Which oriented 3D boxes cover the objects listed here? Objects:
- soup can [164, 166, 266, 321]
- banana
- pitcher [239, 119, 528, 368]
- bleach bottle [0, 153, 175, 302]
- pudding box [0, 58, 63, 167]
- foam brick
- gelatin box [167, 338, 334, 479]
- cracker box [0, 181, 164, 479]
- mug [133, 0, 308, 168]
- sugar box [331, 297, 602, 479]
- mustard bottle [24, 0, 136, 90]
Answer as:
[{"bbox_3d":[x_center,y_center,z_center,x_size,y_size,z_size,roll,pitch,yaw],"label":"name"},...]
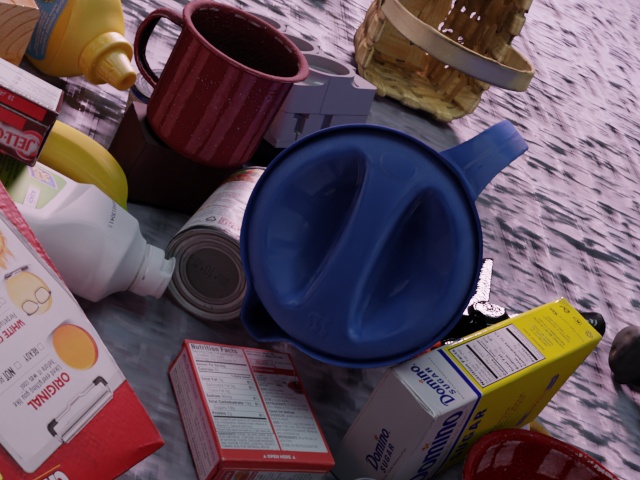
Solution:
[{"bbox_3d":[-0.055,0.001,0.704,0.068,0.069,0.102,33,30,0],"label":"soup can"},{"bbox_3d":[-0.203,-0.062,0.684,0.197,0.037,0.069,21,29,-20],"label":"banana"},{"bbox_3d":[0.050,-0.008,0.685,0.149,0.145,0.242,8,5,10],"label":"pitcher"},{"bbox_3d":[-0.201,-0.021,0.602,0.250,0.068,0.102,25,29,-19],"label":"bleach bottle"},{"bbox_3d":[-0.196,-0.085,0.613,0.090,0.039,0.113,28,9,-16],"label":"pudding box"},{"bbox_3d":[-0.105,-0.056,0.757,0.078,0.051,0.053,12,35,-32],"label":"foam brick"},{"bbox_3d":[-0.041,0.100,0.609,0.073,0.030,0.089,10,37,-33],"label":"gelatin box"},{"bbox_3d":[-0.191,0.042,0.457,0.214,0.072,0.163,57,34,5],"label":"cracker box"},{"bbox_3d":[-0.077,-0.110,0.725,0.117,0.082,0.093,33,29,2],"label":"mug"},{"bbox_3d":[0.092,0.097,0.658,0.175,0.093,0.048,-19,56,-44],"label":"sugar box"},{"bbox_3d":[-0.200,-0.180,0.800,0.192,0.096,0.058,47,34,20],"label":"mustard bottle"}]
